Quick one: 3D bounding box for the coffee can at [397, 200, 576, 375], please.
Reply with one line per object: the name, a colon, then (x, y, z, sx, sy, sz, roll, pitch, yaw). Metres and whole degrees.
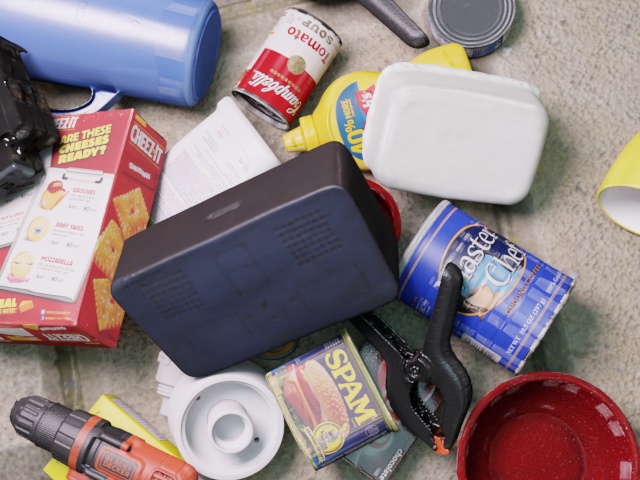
coffee can: (0.146, 0.042, 0.974, 0.140, 0.103, 0.103, 33, 83, 11)

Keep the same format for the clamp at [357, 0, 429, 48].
clamp: (0.033, -0.289, 1.065, 0.210, 0.036, 0.164, 18, 77, 13)

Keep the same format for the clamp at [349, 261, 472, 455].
clamp: (0.079, 0.105, 0.945, 0.120, 0.039, 0.171, -3, 100, 32)

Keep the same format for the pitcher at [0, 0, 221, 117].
pitcher: (-0.230, -0.199, 1.055, 0.243, 0.149, 0.145, 14, 38, 5)

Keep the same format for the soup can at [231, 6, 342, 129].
soup can: (-0.032, -0.170, 1.054, 0.068, 0.068, 0.102, 32, 83, 11)

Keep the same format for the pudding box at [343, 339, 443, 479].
pudding box: (0.054, 0.157, 0.992, 0.090, 0.039, 0.113, 34, 84, 11)

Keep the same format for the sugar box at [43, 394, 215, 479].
sugar box: (-0.161, 0.234, 0.994, 0.176, 0.048, 0.093, 37, 87, 14)

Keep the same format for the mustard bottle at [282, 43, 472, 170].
mustard bottle: (0.057, -0.121, 1.037, 0.191, 0.058, 0.096, -16, 99, 3)

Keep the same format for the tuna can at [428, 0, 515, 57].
tuna can: (0.150, -0.227, 1.065, 0.086, 0.033, 0.086, -1, 78, 6)

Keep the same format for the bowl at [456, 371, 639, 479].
bowl: (0.199, 0.200, 0.955, 0.162, 0.055, 0.162, 0, 80, 0)

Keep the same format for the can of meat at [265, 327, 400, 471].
can of meat: (0.010, 0.143, 0.950, 0.084, 0.057, 0.102, -28, 75, 1)

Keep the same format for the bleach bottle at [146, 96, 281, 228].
bleach bottle: (-0.157, -0.025, 1.041, 0.251, 0.068, 0.103, -37, 69, 1)

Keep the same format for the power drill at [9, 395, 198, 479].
power drill: (-0.221, 0.249, 0.949, 0.184, 0.057, 0.187, 23, 91, 12)

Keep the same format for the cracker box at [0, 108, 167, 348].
cracker box: (-0.246, -0.009, 0.996, 0.164, 0.072, 0.213, -2, 64, 26)
